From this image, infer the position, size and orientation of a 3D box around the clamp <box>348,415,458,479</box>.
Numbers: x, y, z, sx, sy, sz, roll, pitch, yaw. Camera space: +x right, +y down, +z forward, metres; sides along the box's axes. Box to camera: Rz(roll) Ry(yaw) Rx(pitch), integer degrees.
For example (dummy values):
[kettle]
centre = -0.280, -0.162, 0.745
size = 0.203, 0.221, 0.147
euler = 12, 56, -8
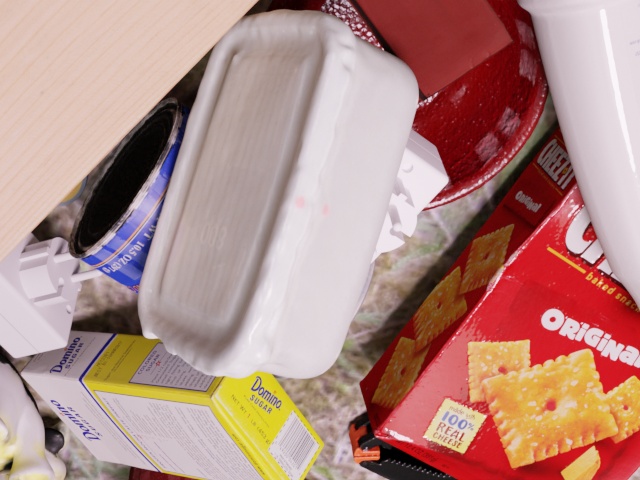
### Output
[clamp]
centre = 0.126, 0.148, 0.752
size = 0.210, 0.036, 0.164
euler = -6, 120, -3

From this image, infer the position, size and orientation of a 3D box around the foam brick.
[foam brick]
centre = 0.045, -0.117, 0.501
size = 0.051, 0.053, 0.078
euler = -33, 120, 15

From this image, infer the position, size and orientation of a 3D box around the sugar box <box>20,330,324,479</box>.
[sugar box]
centre = -0.092, 0.100, 0.640
size = 0.177, 0.048, 0.093
euler = 2, 135, 42

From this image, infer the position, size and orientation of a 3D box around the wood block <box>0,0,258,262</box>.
[wood block]
centre = -0.125, -0.101, 0.524
size = 0.206, 0.090, 0.090
euler = -43, 119, 12

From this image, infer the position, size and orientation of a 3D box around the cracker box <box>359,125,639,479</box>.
[cracker box]
centre = 0.152, 0.062, 0.653
size = 0.164, 0.072, 0.214
euler = 31, 107, -19

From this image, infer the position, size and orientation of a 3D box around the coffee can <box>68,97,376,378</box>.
[coffee can]
centre = -0.054, 0.001, 0.602
size = 0.140, 0.103, 0.103
euler = 34, 113, -24

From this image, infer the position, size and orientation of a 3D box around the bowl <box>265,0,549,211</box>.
[bowl]
centre = 0.039, -0.096, 0.578
size = 0.162, 0.055, 0.162
euler = -3, 122, -4
